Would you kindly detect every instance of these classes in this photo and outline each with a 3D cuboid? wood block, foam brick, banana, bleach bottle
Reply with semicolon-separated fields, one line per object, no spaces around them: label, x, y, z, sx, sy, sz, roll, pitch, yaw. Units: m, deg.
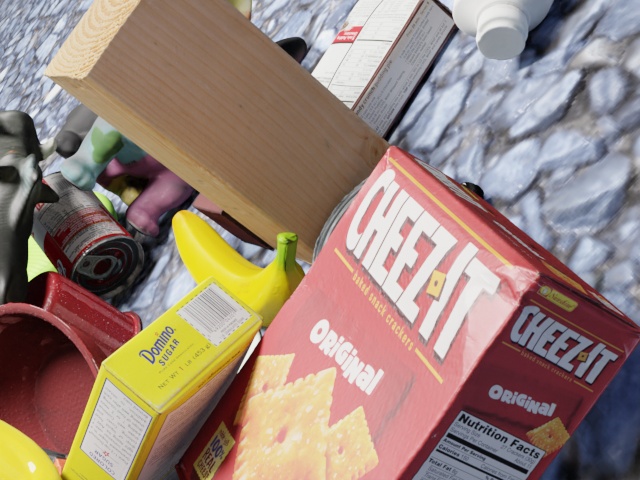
wood block;-0.056;-0.077;0.676;0.091;0.205;0.090;-57;30;-9
foam brick;-0.045;-0.041;0.777;0.051;0.053;0.078;13;70;58
banana;-0.052;0.020;0.717;0.198;0.037;0.069;10;105;61
bleach bottle;0.120;-0.216;0.725;0.103;0.068;0.250;-26;41;39

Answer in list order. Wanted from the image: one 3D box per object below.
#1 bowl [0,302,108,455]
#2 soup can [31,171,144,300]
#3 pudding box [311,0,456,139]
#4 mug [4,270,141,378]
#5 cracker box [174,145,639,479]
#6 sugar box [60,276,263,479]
bowl;-0.191;0.121;0.757;0.162;0.055;0.162;3;96;31
soup can;-0.205;-0.005;0.908;0.068;0.068;0.102;-49;56;6
pudding box;0.036;-0.123;0.767;0.113;0.039;0.090;-59;30;-8
mug;-0.211;0.082;0.848;0.117;0.081;0.093;-31;36;33
cracker box;0.025;0.080;0.504;0.214;0.072;0.164;-57;28;10
sugar box;-0.098;0.107;0.595;0.093;0.048;0.176;-40;-14;-47
